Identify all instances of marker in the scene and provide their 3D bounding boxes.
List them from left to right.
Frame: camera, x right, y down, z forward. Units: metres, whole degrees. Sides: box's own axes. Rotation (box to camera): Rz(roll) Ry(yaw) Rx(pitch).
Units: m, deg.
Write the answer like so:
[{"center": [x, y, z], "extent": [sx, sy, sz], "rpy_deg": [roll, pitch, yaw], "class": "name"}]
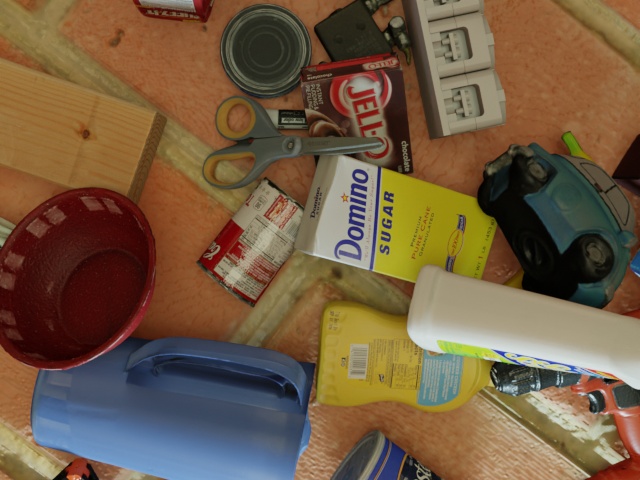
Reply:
[{"center": [0.005, -0.113, 1.000], "extent": [0.121, 0.020, 0.020], "rpy_deg": [1, 93, -2], "class": "marker"}]

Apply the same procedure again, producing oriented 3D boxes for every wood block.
[{"center": [-0.254, -0.104, 0.957], "extent": [0.206, 0.090, 0.091], "rpy_deg": [19, 91, -3], "class": "wood block"}]

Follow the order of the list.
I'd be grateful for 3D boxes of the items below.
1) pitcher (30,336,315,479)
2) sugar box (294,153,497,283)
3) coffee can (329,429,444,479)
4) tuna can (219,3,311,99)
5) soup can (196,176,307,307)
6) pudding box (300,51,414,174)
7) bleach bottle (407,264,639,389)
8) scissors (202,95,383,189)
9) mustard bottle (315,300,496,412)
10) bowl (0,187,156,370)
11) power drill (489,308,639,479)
[{"center": [-0.127, 0.146, 0.952], "extent": [0.243, 0.145, 0.149], "rpy_deg": [11, 94, 0], "class": "pitcher"}, {"center": [0.072, -0.013, 0.965], "extent": [0.176, 0.048, 0.093], "rpy_deg": [15, 92, -27], "class": "sugar box"}, {"center": [0.078, 0.257, 0.980], "extent": [0.140, 0.103, 0.103], "rpy_deg": [37, 91, -4], "class": "coffee can"}, {"center": [-0.050, -0.175, 0.987], "extent": [0.086, 0.034, 0.086], "rpy_deg": [0, 93, -2], "class": "tuna can"}, {"center": [-0.056, 0.001, 0.980], "extent": [0.068, 0.068, 0.102], "rpy_deg": [38, 91, -3], "class": "soup can"}, {"center": [0.034, -0.108, 0.965], "extent": [0.090, 0.039, 0.113], "rpy_deg": [-9, 127, 3], "class": "pudding box"}, {"center": [0.205, 0.080, 0.886], "extent": [0.251, 0.102, 0.068], "rpy_deg": [11, 78, 20], "class": "bleach bottle"}, {"center": [-0.031, -0.100, 0.946], "extent": [0.202, 0.016, 0.096], "rpy_deg": [-17, 73, 36], "class": "scissors"}, {"center": [0.093, 0.111, 0.995], "extent": [0.191, 0.058, 0.096], "rpy_deg": [5, 98, -2], "class": "mustard bottle"}, {"center": [-0.199, 0.038, 0.904], "extent": [0.162, 0.055, 0.162], "rpy_deg": [-9, 65, 19], "class": "bowl"}, {"center": [0.257, 0.163, 0.981], "extent": [0.184, 0.057, 0.187], "rpy_deg": [-16, 106, -6], "class": "power drill"}]
